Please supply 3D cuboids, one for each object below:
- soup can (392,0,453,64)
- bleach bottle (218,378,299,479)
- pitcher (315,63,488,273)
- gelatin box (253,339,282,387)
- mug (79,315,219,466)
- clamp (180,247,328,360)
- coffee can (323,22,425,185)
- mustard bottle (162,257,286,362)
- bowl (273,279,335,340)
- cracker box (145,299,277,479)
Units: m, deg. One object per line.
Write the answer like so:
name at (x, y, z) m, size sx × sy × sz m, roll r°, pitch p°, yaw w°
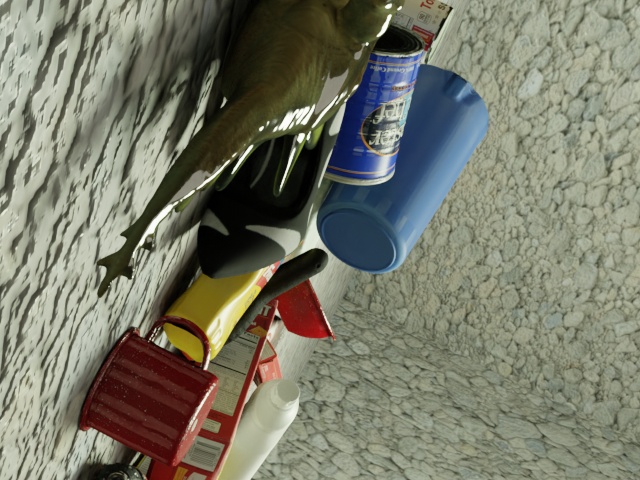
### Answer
soup can at (0.083, -0.239, 1.142) m, size 0.068 × 0.102 × 0.068 m, roll -63°, pitch 174°, yaw -12°
bleach bottle at (-0.088, 0.240, 1.271) m, size 0.251 × 0.068 × 0.102 m, roll -54°, pitch -170°, yaw 48°
pitcher at (0.088, -0.075, 1.227) m, size 0.242 × 0.145 × 0.149 m, roll -58°, pitch 139°, yaw -36°
gelatin box at (-0.077, 0.141, 1.302) m, size 0.030 × 0.089 × 0.073 m, roll -23°, pitch 136°, yaw -15°
mug at (-0.129, 0.118, 0.856) m, size 0.117 × 0.081 × 0.093 m, roll -64°, pitch 175°, yaw -3°
clamp at (-0.069, 0.053, 1.058) m, size 0.171 × 0.039 × 0.120 m, roll -50°, pitch -155°, yaw -18°
coffee can at (0.039, -0.140, 1.062) m, size 0.102 × 0.103 × 0.140 m, roll -56°, pitch 161°, yaw -59°
mustard bottle at (-0.068, 0.020, 0.991) m, size 0.191 × 0.058 × 0.096 m, roll -53°, pitch 172°, yaw -24°
bowl at (-0.036, 0.069, 1.419) m, size 0.055 × 0.162 × 0.162 m, roll -23°, pitch 172°, yaw -1°
cracker box at (-0.121, 0.176, 1.151) m, size 0.213 × 0.072 × 0.164 m, roll -73°, pitch -175°, yaw -51°
